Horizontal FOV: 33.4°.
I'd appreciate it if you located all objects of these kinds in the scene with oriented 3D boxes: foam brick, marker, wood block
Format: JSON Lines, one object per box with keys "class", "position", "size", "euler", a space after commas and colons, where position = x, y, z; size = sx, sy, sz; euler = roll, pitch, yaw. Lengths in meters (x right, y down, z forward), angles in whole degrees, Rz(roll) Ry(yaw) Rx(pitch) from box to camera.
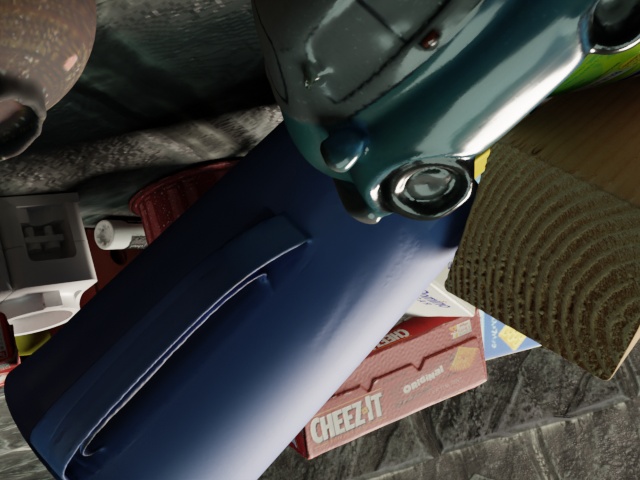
{"class": "foam brick", "position": [-0.146, 0.038, 0.704], "size": [0.051, 0.078, 0.052], "euler": [-22, 166, 31]}
{"class": "marker", "position": [-0.100, -0.004, 0.718], "size": [0.020, 0.020, 0.120], "euler": [-25, 165, 35]}
{"class": "wood block", "position": [0.159, -0.031, 0.546], "size": [0.205, 0.091, 0.090], "euler": [-36, 148, -47]}

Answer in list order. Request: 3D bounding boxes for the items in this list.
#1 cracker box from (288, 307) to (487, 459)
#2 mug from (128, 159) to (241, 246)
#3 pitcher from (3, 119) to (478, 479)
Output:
{"class": "cracker box", "position": [0.006, 0.084, 0.866], "size": [0.164, 0.072, 0.214], "euler": [-20, -160, -23]}
{"class": "mug", "position": [-0.054, 0.001, 0.652], "size": [0.117, 0.081, 0.093], "euler": [-25, 165, 33]}
{"class": "pitcher", "position": [-0.035, 0.032, 0.536], "size": [0.243, 0.149, 0.145], "euler": [-46, 121, 3]}
